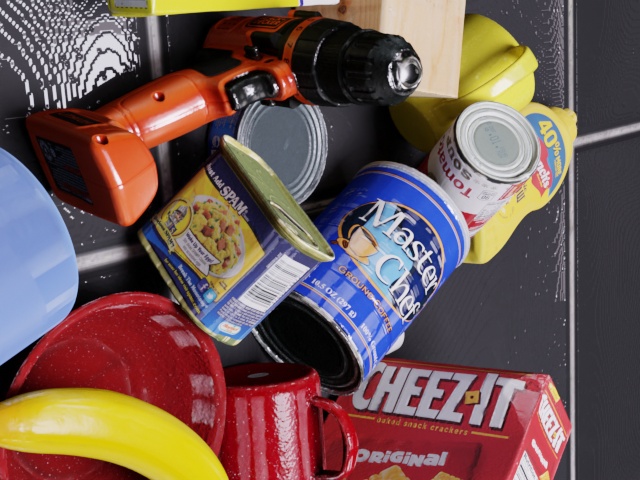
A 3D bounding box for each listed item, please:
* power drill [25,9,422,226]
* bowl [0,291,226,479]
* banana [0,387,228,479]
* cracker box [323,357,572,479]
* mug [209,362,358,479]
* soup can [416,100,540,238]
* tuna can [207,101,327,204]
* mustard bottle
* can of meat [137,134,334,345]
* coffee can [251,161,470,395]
[{"bbox_3d":[-0.058,-0.076,0.610,0.187,0.185,0.057,-31,118,-29],"label":"power drill"},{"bbox_3d":[-0.134,0.107,0.638,0.161,0.055,0.162,-9,103,-45],"label":"bowl"},{"bbox_3d":[-0.104,0.126,0.603,0.197,0.037,0.069,49,61,-39],"label":"banana"},{"bbox_3d":[0.063,0.184,0.755,0.213,0.164,0.072,-57,135,-36],"label":"cracker box"},{"bbox_3d":[-0.029,0.129,0.713,0.093,0.117,0.081,-12,100,-57],"label":"mug"},{"bbox_3d":[0.109,-0.048,0.782,0.068,0.102,0.068,8,63,-15],"label":"soup can"},{"bbox_3d":[-0.036,-0.065,0.729,0.085,0.034,0.086,-9,103,-45],"label":"tuna can"},{"bbox_3d":[0.168,-0.066,0.927,0.191,0.058,0.096,-39,117,-36],"label":"mustard bottle"},{"bbox_3d":[-0.054,0.001,0.654,0.084,0.102,0.057,-44,147,11],"label":"can of meat"},{"bbox_3d":[0.027,0.025,0.760,0.140,0.103,0.103,-47,127,-31],"label":"coffee can"}]
